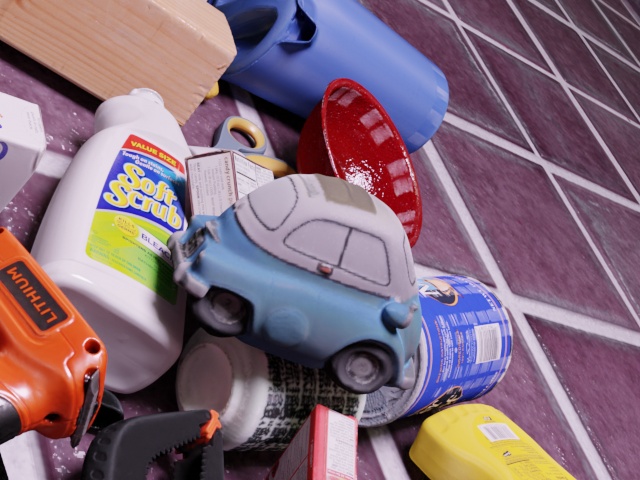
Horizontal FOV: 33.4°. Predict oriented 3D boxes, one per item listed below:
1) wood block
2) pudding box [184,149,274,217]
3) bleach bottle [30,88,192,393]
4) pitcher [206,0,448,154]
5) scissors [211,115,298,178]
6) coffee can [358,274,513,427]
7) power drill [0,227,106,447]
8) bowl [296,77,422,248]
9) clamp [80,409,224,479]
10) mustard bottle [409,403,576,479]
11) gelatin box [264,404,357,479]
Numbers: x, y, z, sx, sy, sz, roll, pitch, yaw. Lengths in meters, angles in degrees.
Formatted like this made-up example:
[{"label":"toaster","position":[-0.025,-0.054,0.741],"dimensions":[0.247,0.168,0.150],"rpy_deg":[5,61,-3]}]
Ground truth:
[{"label":"wood block","position":[-0.174,-0.175,0.792],"dimensions":[0.205,0.091,0.090],"rpy_deg":[31,21,-28]},{"label":"pudding box","position":[-0.055,0.001,0.722],"dimensions":[0.090,0.039,0.113],"rpy_deg":[18,62,-74]},{"label":"bleach bottle","position":[-0.131,-0.024,0.688],"dimensions":[0.102,0.068,0.251],"rpy_deg":[35,30,-28]},{"label":"pitcher","position":[0.006,-0.174,1.032],"dimensions":[0.242,0.145,0.149],"rpy_deg":[25,46,-41]},{"label":"scissors","position":[-0.095,-0.078,0.868],"dimensions":[0.201,0.016,0.096],"rpy_deg":[15,40,-45]},{"label":"coffee can","position":[0.067,0.078,0.793],"dimensions":[0.140,0.103,0.103],"rpy_deg":[0,53,-54]},{"label":"power drill","position":[-0.201,0.054,0.445],"dimensions":[0.187,0.057,0.185],"rpy_deg":[-22,57,-41]},{"label":"bowl","position":[0.027,-0.059,0.941],"dimensions":[0.162,0.055,0.162],"rpy_deg":[40,39,-43]},{"label":"clamp","position":[-0.100,0.143,0.520],"dimensions":[0.164,0.036,0.209],"rpy_deg":[52,27,-20]},{"label":"mustard bottle","position":[0.154,0.191,0.743],"dimensions":[0.096,0.058,0.192],"rpy_deg":[7,24,-41]},{"label":"gelatin box","position":[-0.010,0.150,0.607],"dimensions":[0.030,0.089,0.073],"rpy_deg":[23,33,-13]}]
